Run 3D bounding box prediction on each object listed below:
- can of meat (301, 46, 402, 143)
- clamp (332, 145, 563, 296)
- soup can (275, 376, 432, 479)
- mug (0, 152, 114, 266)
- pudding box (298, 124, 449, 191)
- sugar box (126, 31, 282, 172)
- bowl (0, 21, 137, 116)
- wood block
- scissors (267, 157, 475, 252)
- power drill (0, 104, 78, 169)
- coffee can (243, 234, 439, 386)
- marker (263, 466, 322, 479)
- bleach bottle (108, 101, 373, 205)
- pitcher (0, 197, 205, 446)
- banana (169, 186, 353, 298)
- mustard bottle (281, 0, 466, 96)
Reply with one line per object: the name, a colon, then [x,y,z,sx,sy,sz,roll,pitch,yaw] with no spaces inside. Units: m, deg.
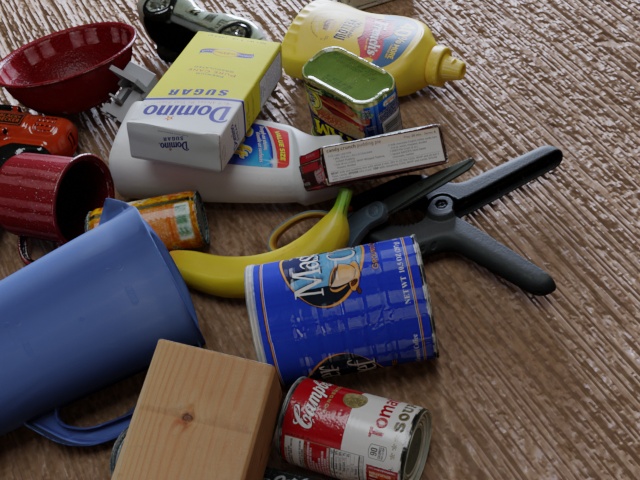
can of meat: [0.032,-0.130,1.038,0.102,0.084,0.057,33,63,33]
clamp: [0.114,-0.013,0.948,0.210,0.036,0.164,-5,48,11]
soup can: [0.026,0.148,0.807,0.102,0.068,0.068,12,53,21]
mug: [-0.259,-0.029,1.022,0.082,0.093,0.117,8,88,25]
pudding box: [0.045,-0.071,0.941,0.113,0.039,0.090,-14,4,-12]
sugar box: [-0.106,-0.137,1.019,0.093,0.048,0.176,10,38,13]
bowl: [-0.268,-0.179,1.152,0.162,0.055,0.162,-11,31,6]
wood block: [-0.097,0.187,0.748,0.091,0.090,0.206,12,65,8]
scissors: [0.044,-0.005,0.931,0.202,0.016,0.096,-15,61,23]
power drill: [-0.362,-0.066,1.088,0.185,0.057,0.187,6,51,18]
coffee can: [0.017,0.058,0.864,0.140,0.103,0.103,-11,48,3]
marker: [-0.017,0.187,0.814,0.121,0.020,0.020,9,52,20]
bleach bottle: [-0.071,-0.081,1.035,0.251,0.068,0.102,4,47,12]
pitcher: [-0.221,0.089,0.885,0.242,0.145,0.149,-28,37,-7]
banana: [-0.051,0.017,0.939,0.198,0.037,0.069,-19,63,22]
mustard bottle: [0.060,-0.194,1.105,0.192,0.058,0.096,18,56,25]
